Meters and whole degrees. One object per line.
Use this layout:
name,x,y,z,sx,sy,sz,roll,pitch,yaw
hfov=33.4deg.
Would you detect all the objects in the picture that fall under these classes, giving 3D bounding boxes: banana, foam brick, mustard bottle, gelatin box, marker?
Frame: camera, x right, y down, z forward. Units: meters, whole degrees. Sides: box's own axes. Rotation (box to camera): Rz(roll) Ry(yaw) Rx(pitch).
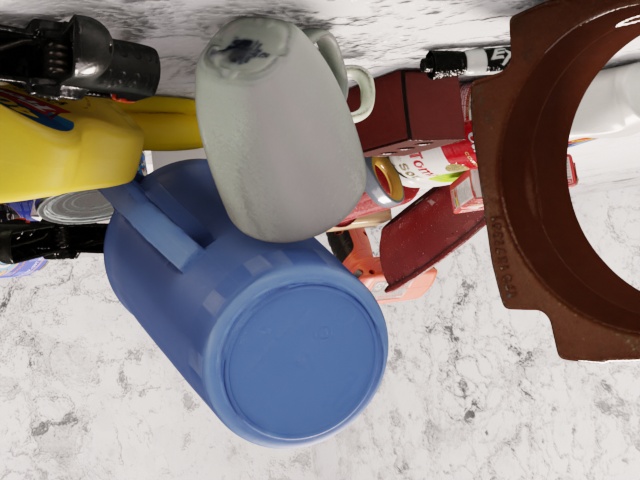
banana,-0.133,-0.077,0.728,0.070,0.037,0.197,-9,177,41
foam brick,0.059,-0.091,0.777,0.052,0.051,0.078,-5,178,-31
mustard bottle,-0.167,-0.052,0.551,0.096,0.058,0.191,20,-169,8
gelatin box,0.160,-0.046,0.889,0.089,0.030,0.073,-8,174,-7
marker,0.122,-0.118,0.697,0.121,0.020,0.020,-6,178,-16

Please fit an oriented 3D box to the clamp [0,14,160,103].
clamp,-0.116,-0.083,0.492,0.120,0.039,0.171,12,-171,22

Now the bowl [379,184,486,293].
bowl,0.113,-0.017,1.067,0.162,0.055,0.162,-38,-178,1

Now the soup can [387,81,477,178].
soup can,0.108,-0.087,0.834,0.102,0.068,0.068,-7,178,37

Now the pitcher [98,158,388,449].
pitcher,-0.059,0.028,0.673,0.149,0.145,0.243,-4,-164,-20

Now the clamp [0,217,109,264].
clamp,-0.221,-0.002,0.877,0.164,0.036,0.210,-2,-176,-41

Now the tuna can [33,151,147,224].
tuna can,-0.168,-0.041,0.780,0.086,0.034,0.086,-12,165,-3
